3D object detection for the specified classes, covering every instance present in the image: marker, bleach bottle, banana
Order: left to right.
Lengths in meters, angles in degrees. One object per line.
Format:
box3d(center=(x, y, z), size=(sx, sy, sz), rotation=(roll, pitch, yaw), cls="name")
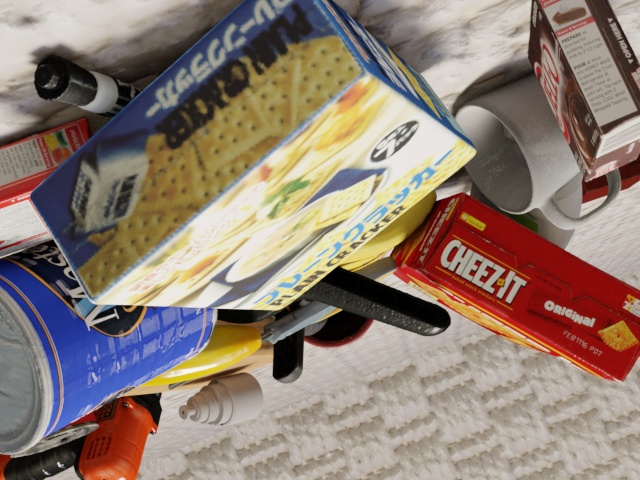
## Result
box3d(center=(-0.142, 0.071, 0.731), size=(0.198, 0.069, 0.037), rotation=(6, 132, 16), cls="banana")
box3d(center=(-0.090, -0.063, 0.486), size=(0.020, 0.020, 0.121), rotation=(-25, 168, 19), cls="marker")
box3d(center=(0.174, -0.035, 0.873), size=(0.068, 0.102, 0.251), rotation=(-55, 170, -8), cls="bleach bottle")

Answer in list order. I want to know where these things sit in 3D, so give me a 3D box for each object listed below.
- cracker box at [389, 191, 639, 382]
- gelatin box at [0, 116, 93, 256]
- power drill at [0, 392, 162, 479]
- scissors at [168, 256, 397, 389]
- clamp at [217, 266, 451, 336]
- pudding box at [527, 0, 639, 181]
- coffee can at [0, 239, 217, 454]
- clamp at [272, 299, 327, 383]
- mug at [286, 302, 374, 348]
box3d(center=(0.145, 0.034, 0.828), size=(0.072, 0.164, 0.214), rotation=(-61, -177, -1), cls="cracker box")
box3d(center=(-0.144, -0.025, 0.540), size=(0.073, 0.030, 0.089), rotation=(-21, 169, -10), cls="gelatin box")
box3d(center=(-0.227, 0.157, 0.964), size=(0.188, 0.184, 0.057), rotation=(-19, 126, 23), cls="power drill")
box3d(center=(-0.016, 0.056, 0.796), size=(0.201, 0.016, 0.096), rotation=(-22, 167, -44), cls="scissors")
box3d(center=(-0.028, -0.001, 0.710), size=(0.210, 0.164, 0.036), rotation=(-5, -152, 15), cls="clamp")
box3d(center=(0.153, -0.091, 0.609), size=(0.039, 0.090, 0.113), rotation=(-24, 167, 3), cls="pudding box")
box3d(center=(-0.143, 0.048, 0.621), size=(0.103, 0.103, 0.140), rotation=(-31, 177, 39), cls="coffee can")
box3d(center=(-0.035, 0.041, 0.912), size=(0.039, 0.120, 0.171), rotation=(-21, -170, 15), cls="clamp")
box3d(center=(0.000, 0.057, 1.039), size=(0.117, 0.093, 0.081), rotation=(9, 175, 6), cls="mug")
